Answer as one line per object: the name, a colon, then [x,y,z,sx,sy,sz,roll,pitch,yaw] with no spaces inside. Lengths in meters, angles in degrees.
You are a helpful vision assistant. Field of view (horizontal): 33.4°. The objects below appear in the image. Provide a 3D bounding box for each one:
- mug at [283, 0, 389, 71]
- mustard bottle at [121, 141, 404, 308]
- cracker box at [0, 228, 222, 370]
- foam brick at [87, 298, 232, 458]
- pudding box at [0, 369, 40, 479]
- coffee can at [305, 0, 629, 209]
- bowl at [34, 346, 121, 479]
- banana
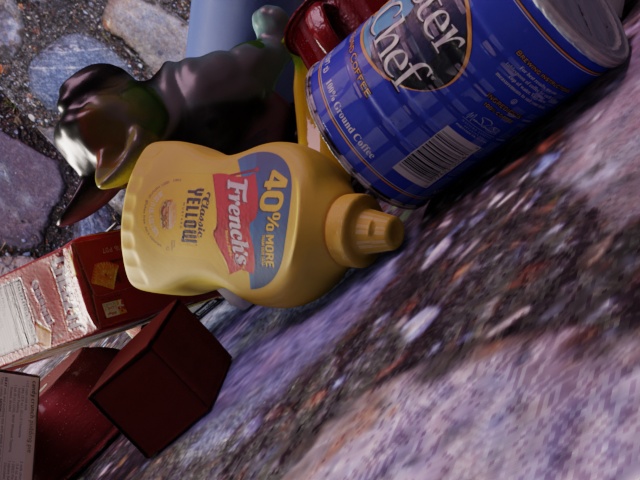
mug: [0.029,-0.119,0.687,0.093,0.081,0.117,-34,-19,19]
mustard bottle: [-0.034,-0.009,0.629,0.192,0.058,0.096,4,85,38]
cracker box: [-0.190,0.046,0.832,0.214,0.072,0.163,-21,-3,36]
foam brick: [-0.093,0.081,0.633,0.053,0.051,0.078,-41,9,16]
pudding box: [-0.222,0.151,0.712,0.090,0.039,0.113,-33,54,48]
coffee can: [0.076,-0.096,0.571,0.141,0.103,0.102,-37,11,31]
bowl: [-0.192,0.131,0.802,0.162,0.055,0.162,-41,10,9]
banana: [-0.008,-0.046,0.724,0.037,0.069,0.198,-30,48,40]
